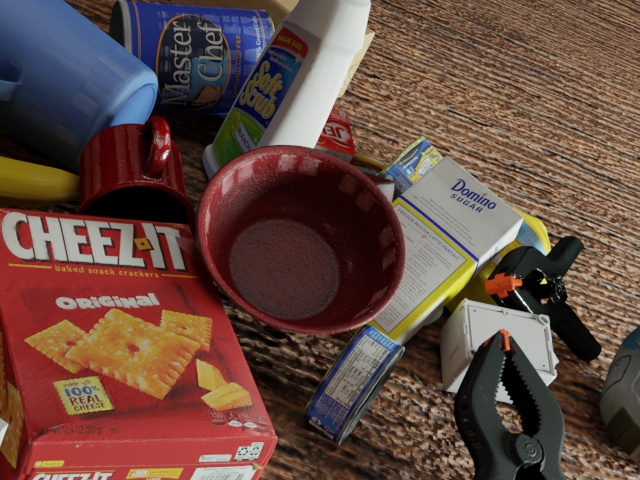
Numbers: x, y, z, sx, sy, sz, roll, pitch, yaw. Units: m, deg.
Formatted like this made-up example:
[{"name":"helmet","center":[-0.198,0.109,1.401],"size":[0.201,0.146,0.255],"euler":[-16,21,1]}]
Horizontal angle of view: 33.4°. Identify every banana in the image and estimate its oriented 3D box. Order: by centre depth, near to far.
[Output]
[{"name":"banana","center":[-0.279,-0.063,0.827],"size":[0.197,0.037,0.069],"euler":[21,33,-12]}]

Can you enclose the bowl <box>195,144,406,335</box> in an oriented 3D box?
[{"name":"bowl","center":[-0.020,0.008,0.807],"size":[0.162,0.055,0.162],"euler":[9,58,-14]}]

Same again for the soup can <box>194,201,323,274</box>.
[{"name":"soup can","center":[-0.056,0.001,0.877],"size":[0.102,0.069,0.068],"euler":[29,33,0]}]

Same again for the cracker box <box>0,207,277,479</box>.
[{"name":"cracker box","center":[-0.141,0.072,0.714],"size":[0.163,0.072,0.214],"euler":[6,39,-32]}]

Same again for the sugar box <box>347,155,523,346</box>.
[{"name":"sugar box","center":[0.082,0.014,0.912],"size":[0.093,0.048,0.176],"euler":[42,63,18]}]

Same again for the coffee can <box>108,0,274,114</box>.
[{"name":"coffee can","center":[-0.123,-0.170,1.003],"size":[0.140,0.103,0.103],"euler":[0,41,-19]}]

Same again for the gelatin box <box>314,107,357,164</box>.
[{"name":"gelatin box","center":[-0.012,-0.108,1.057],"size":[0.089,0.030,0.073],"euler":[14,39,-20]}]

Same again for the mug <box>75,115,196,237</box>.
[{"name":"mug","center":[-0.142,-0.046,0.826],"size":[0.093,0.117,0.081],"euler":[9,41,-22]}]

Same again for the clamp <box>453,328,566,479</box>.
[{"name":"clamp","center":[0.155,0.168,0.794],"size":[0.164,0.036,0.210],"euler":[18,52,-22]}]

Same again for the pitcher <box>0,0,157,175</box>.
[{"name":"pitcher","center":[-0.265,-0.158,0.889],"size":[0.243,0.145,0.149],"euler":[35,69,5]}]

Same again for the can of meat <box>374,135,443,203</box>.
[{"name":"can of meat","center":[0.099,-0.048,1.048],"size":[0.084,0.058,0.102],"euler":[47,35,2]}]

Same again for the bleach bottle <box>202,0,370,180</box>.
[{"name":"bleach bottle","center":[-0.023,-0.139,0.922],"size":[0.068,0.251,0.103],"euler":[6,39,-31]}]

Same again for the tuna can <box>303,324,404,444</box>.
[{"name":"tuna can","center":[0.024,0.104,0.779],"size":[0.034,0.086,0.086],"euler":[34,33,11]}]

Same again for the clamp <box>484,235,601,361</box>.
[{"name":"clamp","center":[0.204,0.038,0.970],"size":[0.171,0.039,0.120],"euler":[24,53,-48]}]

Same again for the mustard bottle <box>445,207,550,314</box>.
[{"name":"mustard bottle","center":[0.176,0.016,1.030],"size":[0.096,0.058,0.191],"euler":[53,36,3]}]
